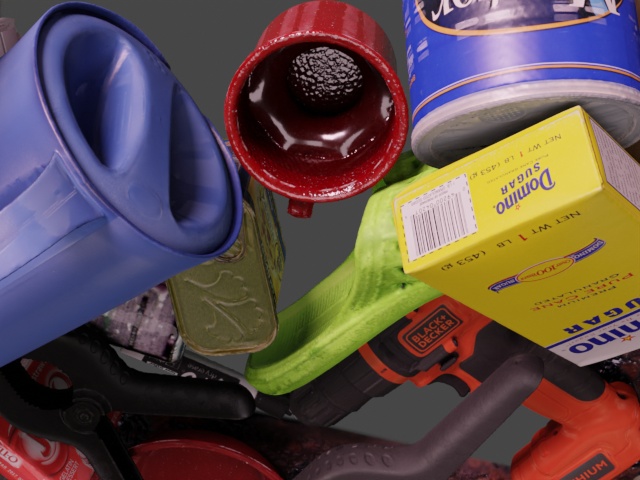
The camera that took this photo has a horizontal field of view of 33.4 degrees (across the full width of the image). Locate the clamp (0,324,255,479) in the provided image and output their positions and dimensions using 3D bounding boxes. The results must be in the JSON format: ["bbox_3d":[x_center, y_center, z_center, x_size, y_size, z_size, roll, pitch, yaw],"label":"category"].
[{"bbox_3d":[-0.138,0.107,0.644,0.171,0.039,0.120,26,105,-7],"label":"clamp"}]

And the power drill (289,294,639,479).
[{"bbox_3d":[0.098,0.097,0.668,0.187,0.057,0.185,39,118,-19],"label":"power drill"}]

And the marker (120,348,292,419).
[{"bbox_3d":[-0.072,0.088,0.701,0.121,0.020,0.020,25,117,-9],"label":"marker"}]

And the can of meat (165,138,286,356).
[{"bbox_3d":[-0.054,0.001,0.615,0.057,0.084,0.102,-7,118,8],"label":"can of meat"}]

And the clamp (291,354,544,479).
[{"bbox_3d":[0.066,0.164,0.661,0.210,0.036,0.164,-22,117,17],"label":"clamp"}]

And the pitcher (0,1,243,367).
[{"bbox_3d":[-0.171,0.005,0.521,0.243,0.145,0.149,-30,151,24],"label":"pitcher"}]

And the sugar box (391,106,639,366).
[{"bbox_3d":[0.119,0.008,0.490,0.093,0.048,0.176,-25,145,30],"label":"sugar box"}]

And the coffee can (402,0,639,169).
[{"bbox_3d":[0.086,-0.111,0.475,0.103,0.103,0.140,-5,76,7],"label":"coffee can"}]

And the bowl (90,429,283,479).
[{"bbox_3d":[-0.085,0.185,0.734,0.162,0.055,0.162,2,119,3],"label":"bowl"}]

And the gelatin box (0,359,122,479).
[{"bbox_3d":[-0.173,0.119,0.685,0.030,0.089,0.073,-34,111,31],"label":"gelatin box"}]

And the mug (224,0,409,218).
[{"bbox_3d":[-0.001,-0.068,0.574,0.093,0.081,0.117,8,119,0],"label":"mug"}]
